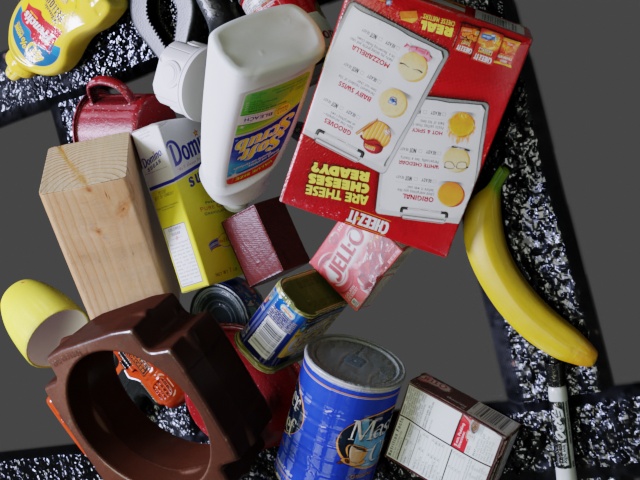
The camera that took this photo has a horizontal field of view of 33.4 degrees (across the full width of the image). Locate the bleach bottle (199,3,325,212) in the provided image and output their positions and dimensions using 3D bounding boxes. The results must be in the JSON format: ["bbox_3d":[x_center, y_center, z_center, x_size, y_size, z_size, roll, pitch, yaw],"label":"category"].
[{"bbox_3d":[-0.064,-0.109,1.020,0.068,0.102,0.251,58,157,23],"label":"bleach bottle"}]

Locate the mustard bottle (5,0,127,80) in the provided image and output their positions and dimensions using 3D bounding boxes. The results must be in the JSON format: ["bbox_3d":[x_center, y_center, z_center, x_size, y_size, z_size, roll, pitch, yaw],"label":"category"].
[{"bbox_3d":[-0.303,-0.245,1.216,0.192,0.058,0.096,-37,82,34],"label":"mustard bottle"}]

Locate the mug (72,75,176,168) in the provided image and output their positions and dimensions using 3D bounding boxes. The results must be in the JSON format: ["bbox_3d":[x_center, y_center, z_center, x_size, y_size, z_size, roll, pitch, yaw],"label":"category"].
[{"bbox_3d":[-0.212,-0.128,1.157,0.082,0.093,0.117,3,131,28],"label":"mug"}]

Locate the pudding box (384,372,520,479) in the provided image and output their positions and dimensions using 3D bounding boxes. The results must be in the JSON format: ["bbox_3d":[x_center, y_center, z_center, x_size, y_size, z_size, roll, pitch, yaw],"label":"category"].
[{"bbox_3d":[0.127,0.195,1.042,0.114,0.039,0.090,28,115,28],"label":"pudding box"}]

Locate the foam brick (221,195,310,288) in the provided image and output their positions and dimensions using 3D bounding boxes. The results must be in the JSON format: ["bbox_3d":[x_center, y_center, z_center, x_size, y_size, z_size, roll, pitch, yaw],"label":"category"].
[{"bbox_3d":[-0.057,0.001,1.111,0.051,0.052,0.078,-26,85,35],"label":"foam brick"}]

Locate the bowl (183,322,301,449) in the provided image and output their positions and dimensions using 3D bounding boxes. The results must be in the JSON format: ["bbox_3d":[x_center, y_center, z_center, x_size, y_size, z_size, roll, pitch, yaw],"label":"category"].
[{"bbox_3d":[-0.090,0.170,1.142,0.162,0.055,0.162,14,123,22],"label":"bowl"}]

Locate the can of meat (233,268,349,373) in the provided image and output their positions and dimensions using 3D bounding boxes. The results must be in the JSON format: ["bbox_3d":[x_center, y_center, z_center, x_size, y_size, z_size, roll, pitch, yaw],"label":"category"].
[{"bbox_3d":[-0.026,0.079,1.080,0.057,0.101,0.084,47,119,16],"label":"can of meat"}]

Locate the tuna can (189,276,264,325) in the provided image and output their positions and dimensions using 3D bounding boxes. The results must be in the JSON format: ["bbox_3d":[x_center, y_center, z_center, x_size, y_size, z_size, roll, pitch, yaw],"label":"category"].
[{"bbox_3d":[-0.102,0.084,1.170,0.086,0.033,0.086,8,105,32],"label":"tuna can"}]

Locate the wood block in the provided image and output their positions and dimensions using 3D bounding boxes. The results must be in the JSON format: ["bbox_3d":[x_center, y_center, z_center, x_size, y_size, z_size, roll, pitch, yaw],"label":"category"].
[{"bbox_3d":[-0.217,0.002,1.130,0.090,0.091,0.206,-11,126,2],"label":"wood block"}]

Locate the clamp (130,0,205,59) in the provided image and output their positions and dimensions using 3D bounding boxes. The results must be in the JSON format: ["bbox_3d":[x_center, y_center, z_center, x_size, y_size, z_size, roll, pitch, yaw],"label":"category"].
[{"bbox_3d":[-0.163,-0.283,1.126,0.165,0.036,0.210,-16,93,35],"label":"clamp"}]

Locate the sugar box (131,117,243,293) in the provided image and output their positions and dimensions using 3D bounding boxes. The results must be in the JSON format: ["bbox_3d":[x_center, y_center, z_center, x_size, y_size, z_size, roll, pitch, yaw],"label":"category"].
[{"bbox_3d":[-0.130,-0.041,1.125,0.048,0.093,0.176,-15,93,34],"label":"sugar box"}]

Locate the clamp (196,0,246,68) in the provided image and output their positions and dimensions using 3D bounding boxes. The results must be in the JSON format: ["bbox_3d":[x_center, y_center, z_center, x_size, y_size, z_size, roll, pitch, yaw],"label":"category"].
[{"bbox_3d":[-0.085,-0.210,1.067,0.039,0.120,0.171,-20,63,18],"label":"clamp"}]

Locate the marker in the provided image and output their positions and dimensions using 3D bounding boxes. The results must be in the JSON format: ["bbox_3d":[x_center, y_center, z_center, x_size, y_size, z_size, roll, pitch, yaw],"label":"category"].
[{"bbox_3d":[0.221,0.164,0.983,0.020,0.020,0.121,-3,99,34],"label":"marker"}]

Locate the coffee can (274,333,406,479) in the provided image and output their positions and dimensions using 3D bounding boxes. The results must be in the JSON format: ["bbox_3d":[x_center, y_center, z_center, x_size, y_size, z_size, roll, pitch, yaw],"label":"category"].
[{"bbox_3d":[0.018,0.179,1.071,0.103,0.102,0.140,26,114,26],"label":"coffee can"}]

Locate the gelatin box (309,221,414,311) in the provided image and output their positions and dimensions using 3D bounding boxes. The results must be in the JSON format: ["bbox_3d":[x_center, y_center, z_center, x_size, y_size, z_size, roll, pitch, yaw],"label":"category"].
[{"bbox_3d":[0.040,0.014,1.063,0.073,0.030,0.089,46,120,18],"label":"gelatin box"}]

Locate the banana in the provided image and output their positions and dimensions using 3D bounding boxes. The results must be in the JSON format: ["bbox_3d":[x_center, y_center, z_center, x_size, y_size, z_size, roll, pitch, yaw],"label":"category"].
[{"bbox_3d":[0.179,0.034,0.971,0.070,0.037,0.198,-29,84,36],"label":"banana"}]

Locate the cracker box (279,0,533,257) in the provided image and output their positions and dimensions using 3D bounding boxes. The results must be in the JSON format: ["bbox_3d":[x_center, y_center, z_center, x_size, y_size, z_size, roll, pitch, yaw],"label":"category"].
[{"bbox_3d":[0.074,-0.114,0.957,0.164,0.072,0.214,19,113,1],"label":"cracker box"}]

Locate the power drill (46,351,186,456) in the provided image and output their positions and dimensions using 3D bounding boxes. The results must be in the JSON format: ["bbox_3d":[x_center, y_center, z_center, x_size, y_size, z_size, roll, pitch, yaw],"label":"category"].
[{"bbox_3d":[-0.251,0.157,1.271,0.184,0.057,0.188,51,123,14],"label":"power drill"}]

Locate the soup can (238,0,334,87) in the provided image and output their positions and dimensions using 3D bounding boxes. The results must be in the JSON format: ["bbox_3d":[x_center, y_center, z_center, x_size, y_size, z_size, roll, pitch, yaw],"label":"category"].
[{"bbox_3d":[-0.026,-0.205,1.036,0.069,0.068,0.102,-33,83,34],"label":"soup can"}]
